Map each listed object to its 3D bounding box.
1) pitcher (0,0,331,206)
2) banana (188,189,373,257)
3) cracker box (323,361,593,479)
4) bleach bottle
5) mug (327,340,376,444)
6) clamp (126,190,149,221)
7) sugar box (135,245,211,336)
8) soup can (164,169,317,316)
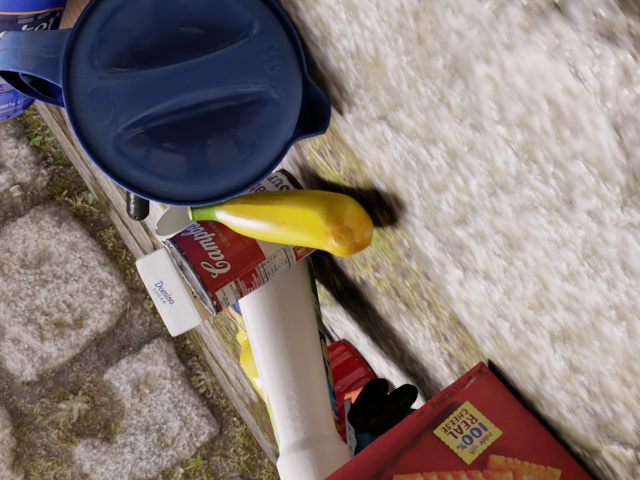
[{"bbox_3d":[-0.102,-0.086,0.683,0.149,0.145,0.243,55,171,-5],"label":"pitcher"},{"bbox_3d":[-0.013,-0.010,0.692,0.198,0.069,0.037,6,111,57],"label":"banana"},{"bbox_3d":[0.093,0.195,0.574,0.214,0.164,0.072,48,167,35],"label":"cracker box"},{"bbox_3d":[-0.016,0.117,0.819,0.102,0.068,0.251,79,178,-57],"label":"bleach bottle"},{"bbox_3d":[0.001,0.135,0.967,0.117,0.081,0.093,50,166,27],"label":"mug"},{"bbox_3d":[-0.190,-0.098,1.114,0.171,0.039,0.120,93,176,-70],"label":"clamp"},{"bbox_3d":[-0.146,0.041,1.208,0.093,0.048,0.176,63,-165,-3],"label":"sugar box"},{"bbox_3d":[-0.055,0.001,0.798,0.068,0.102,0.068,53,167,17],"label":"soup can"}]
